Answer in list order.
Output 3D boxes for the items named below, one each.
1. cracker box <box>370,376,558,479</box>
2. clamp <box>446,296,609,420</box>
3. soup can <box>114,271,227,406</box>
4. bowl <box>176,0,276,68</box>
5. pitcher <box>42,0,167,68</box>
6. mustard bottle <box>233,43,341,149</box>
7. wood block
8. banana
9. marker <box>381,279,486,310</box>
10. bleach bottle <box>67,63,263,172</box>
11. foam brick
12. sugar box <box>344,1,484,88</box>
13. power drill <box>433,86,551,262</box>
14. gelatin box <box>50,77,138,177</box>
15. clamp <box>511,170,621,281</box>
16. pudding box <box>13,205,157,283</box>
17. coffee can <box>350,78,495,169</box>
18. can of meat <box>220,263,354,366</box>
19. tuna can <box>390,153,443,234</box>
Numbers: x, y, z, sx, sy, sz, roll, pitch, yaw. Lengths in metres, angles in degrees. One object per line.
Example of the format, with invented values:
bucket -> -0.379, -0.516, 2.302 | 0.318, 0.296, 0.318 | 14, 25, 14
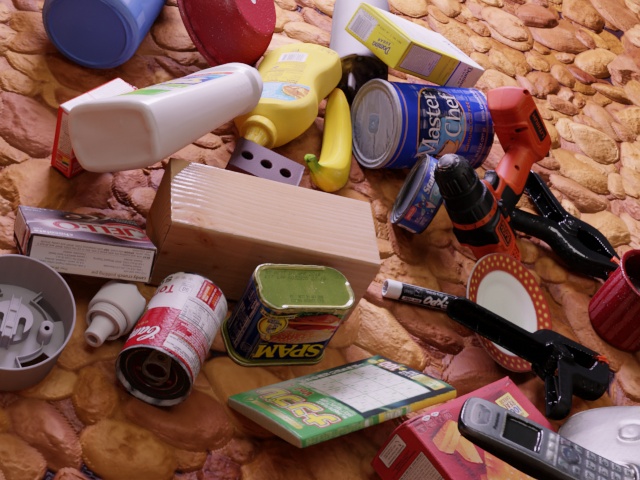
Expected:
cracker box -> 0.173, 0.231, 0.924 | 0.163, 0.072, 0.214 | -11, 51, -46
clamp -> 0.235, 0.127, 1.062 | 0.209, 0.036, 0.165 | 17, 25, -41
soup can -> -0.126, 0.083, 0.921 | 0.068, 0.069, 0.102 | 27, 40, -4
bowl -> -0.099, -0.273, 1.241 | 0.162, 0.055, 0.162 | 35, 47, -48
pitcher -> -0.237, -0.308, 1.213 | 0.149, 0.145, 0.242 | -10, 40, 22
mustard bottle -> -0.046, -0.156, 1.204 | 0.096, 0.058, 0.191 | 5, 38, 18
wood block -> -0.057, 0.002, 1.027 | 0.205, 0.090, 0.091 | 12, 44, -19
banana -> 0.015, -0.105, 1.197 | 0.037, 0.069, 0.197 | -2, 29, 9
marker -> 0.122, 0.063, 1.123 | 0.121, 0.020, 0.020 | 14, 43, -18
bleach bottle -> -0.135, -0.134, 1.065 | 0.103, 0.068, 0.250 | -1, 19, 26
foam brick -> -0.065, -0.062, 1.116 | 0.078, 0.051, 0.053 | 25, 41, -6
sugar box -> 0.115, -0.228, 1.280 | 0.093, 0.048, 0.175 | 46, 20, 31
power drill -> 0.190, -0.079, 1.177 | 0.057, 0.184, 0.187 | 4, 54, 34
gelatin box -> -0.223, -0.112, 1.056 | 0.030, 0.073, 0.089 | 34, 40, 16
clamp -> 0.292, -0.018, 1.290 | 0.171, 0.039, 0.120 | 35, 46, 0
pudding box -> -0.210, 0.003, 0.947 | 0.113, 0.039, 0.090 | 6, 13, -24
coffee can -> 0.119, -0.133, 1.255 | 0.140, 0.103, 0.103 | 0, 49, -30
can of meat -> -0.029, 0.068, 0.981 | 0.101, 0.084, 0.057 | 2, 48, -29
tuna can -> 0.112, -0.051, 1.181 | 0.033, 0.086, 0.086 | 26, 41, -8
